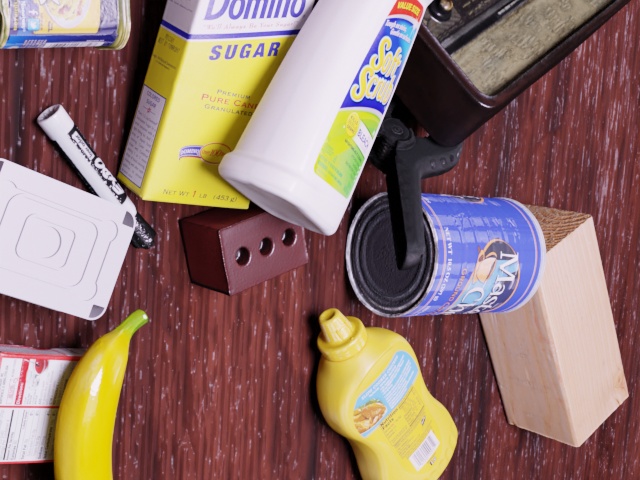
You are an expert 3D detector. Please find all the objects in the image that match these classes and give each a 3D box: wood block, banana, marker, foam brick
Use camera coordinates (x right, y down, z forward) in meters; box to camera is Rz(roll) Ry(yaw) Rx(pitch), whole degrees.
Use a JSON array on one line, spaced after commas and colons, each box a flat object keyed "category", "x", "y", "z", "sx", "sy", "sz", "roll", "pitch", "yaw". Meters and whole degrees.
[{"category": "wood block", "x": 0.216, "y": 0.079, "z": 1.017, "sx": 0.090, "sy": 0.090, "sz": 0.206, "roll": -36, "pitch": 120, "yaw": -31}, {"category": "banana", "x": -0.144, "y": 0.147, "z": 0.705, "sx": 0.069, "sy": 0.037, "sz": 0.198, "roll": -3, "pitch": 104, "yaw": -42}, {"category": "marker", "x": -0.148, "y": -0.039, "z": 0.718, "sx": 0.020, "sy": 0.020, "sz": 0.121, "roll": -49, "pitch": 127, "yaw": -24}, {"category": "foam brick", "x": -0.055, "y": 0.001, "z": 0.786, "sx": 0.078, "sy": 0.051, "sz": 0.053, "roll": -24, "pitch": 114, "yaw": -37}]

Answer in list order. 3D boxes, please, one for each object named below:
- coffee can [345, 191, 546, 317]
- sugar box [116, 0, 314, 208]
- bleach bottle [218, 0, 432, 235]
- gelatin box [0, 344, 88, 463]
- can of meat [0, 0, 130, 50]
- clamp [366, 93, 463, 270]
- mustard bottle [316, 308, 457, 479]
[{"category": "coffee can", "x": 0.106, "y": 0.012, "z": 0.898, "sx": 0.140, "sy": 0.103, "sz": 0.103, "roll": 1, "pitch": 97, "yaw": -42}, {"category": "sugar box", "x": -0.068, "y": -0.111, "z": 0.726, "sx": 0.093, "sy": 0.048, "sz": 0.176, "roll": 3, "pitch": 115, "yaw": -42}, {"category": "bleach bottle", "x": 0.023, "y": -0.135, "z": 0.730, "sx": 0.251, "sy": 0.068, "sz": 0.102, "roll": -66, "pitch": 153, "yaw": -8}, {"category": "gelatin box", "x": -0.186, "y": 0.108, "z": 0.705, "sx": 0.089, "sy": 0.030, "sz": 0.073, "roll": 9, "pitch": 94, "yaw": -43}, {"category": "can of meat", "x": -0.167, "y": -0.167, "z": 0.651, "sx": 0.083, "sy": 0.058, "sz": 0.102, "roll": -10, "pitch": 105, "yaw": -39}, {"category": "clamp", "x": 0.059, "y": -0.066, "z": 0.834, "sx": 0.209, "sy": 0.165, "sz": 0.036, "roll": -32, "pitch": 157, "yaw": -42}, {"category": "mustard bottle", "x": 0.047, "y": 0.131, "z": 0.897, "sx": 0.096, "sy": 0.058, "sz": 0.191, "roll": -46, "pitch": 125, "yaw": -24}]
